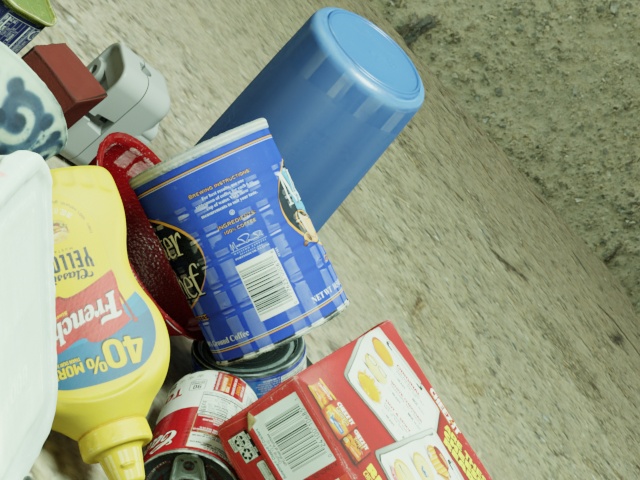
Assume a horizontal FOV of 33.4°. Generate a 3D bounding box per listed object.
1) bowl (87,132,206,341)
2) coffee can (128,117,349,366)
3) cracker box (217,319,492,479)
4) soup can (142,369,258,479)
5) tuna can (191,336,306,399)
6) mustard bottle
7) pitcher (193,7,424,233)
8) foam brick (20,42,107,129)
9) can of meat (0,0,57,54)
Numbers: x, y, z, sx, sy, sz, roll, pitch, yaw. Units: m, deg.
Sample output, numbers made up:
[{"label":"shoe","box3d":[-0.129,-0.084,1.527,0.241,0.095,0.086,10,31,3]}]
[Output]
[{"label":"bowl","box3d":[-0.134,0.006,0.764,0.162,0.055,0.162,59,16,-28]},{"label":"coffee can","box3d":[-0.055,0.001,0.730,0.140,0.103,0.102,65,17,-4]},{"label":"cracker box","box3d":[0.036,0.152,0.696,0.164,0.072,0.213,58,18,6]},{"label":"soup can","box3d":[-0.075,0.134,0.675,0.068,0.069,0.102,48,18,-14]},{"label":"tuna can","box3d":[-0.053,0.089,0.787,0.086,0.086,0.034,-91,180,-62]},{"label":"mustard bottle","box3d":[-0.142,0.053,0.627,0.096,0.058,0.192,-15,71,-23]},{"label":"pitcher","box3d":[-0.031,-0.074,0.869,0.149,0.243,0.144,52,31,14]},{"label":"foam brick","box3d":[-0.207,-0.101,0.779,0.051,0.078,0.053,54,18,-2]},{"label":"can of meat","box3d":[-0.254,-0.175,0.793,0.057,0.084,0.102,25,33,-55]}]
